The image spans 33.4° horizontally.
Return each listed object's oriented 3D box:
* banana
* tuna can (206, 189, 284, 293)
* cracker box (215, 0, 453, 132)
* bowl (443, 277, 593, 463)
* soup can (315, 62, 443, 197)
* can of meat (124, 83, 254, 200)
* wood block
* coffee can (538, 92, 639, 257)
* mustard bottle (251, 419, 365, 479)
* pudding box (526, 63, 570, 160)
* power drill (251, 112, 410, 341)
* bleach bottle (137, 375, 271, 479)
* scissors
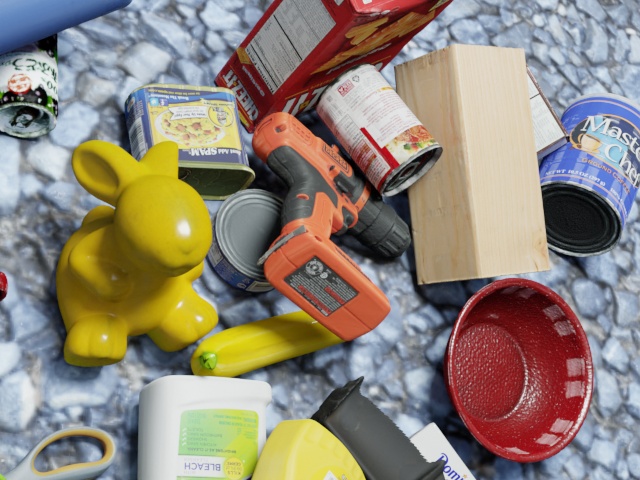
[{"bbox_3d":[-0.037,0.084,0.867,0.197,0.070,0.037,-14,101,-45],"label":"banana"},{"bbox_3d":[-0.056,0.001,0.917,0.086,0.034,0.086,12,61,-23],"label":"tuna can"},{"bbox_3d":[0.024,-0.191,0.944,0.163,0.214,0.072,-27,83,-35],"label":"cracker box"},{"bbox_3d":[0.166,0.116,0.955,0.161,0.055,0.162,6,78,-27],"label":"bowl"},{"bbox_3d":[0.050,-0.098,0.942,0.068,0.069,0.102,-27,72,-35],"label":"soup can"},{"bbox_3d":[-0.114,-0.085,0.914,0.101,0.058,0.084,0,65,-28],"label":"can of meat"},{"bbox_3d":[0.138,-0.068,0.983,0.090,0.090,0.206,-4,86,-36],"label":"wood block"},{"bbox_3d":[0.275,-0.068,1.089,0.102,0.103,0.140,37,55,-8],"label":"coffee can"},{"bbox_3d":[-0.033,0.222,0.734,0.096,0.058,0.191,59,42,-26],"label":"mustard bottle"},{"bbox_3d":[0.176,-0.110,1.057,0.090,0.113,0.039,62,13,9],"label":"pudding box"},{"bbox_3d":[0.014,-0.004,0.894,0.184,0.057,0.187,39,25,-25],"label":"power drill"},{"bbox_3d":[-0.082,0.228,0.774,0.102,0.068,0.251,8,66,-29],"label":"bleach bottle"},{"bbox_3d":[-0.221,0.190,0.732,0.201,0.016,0.096,-20,81,-40],"label":"scissors"}]
